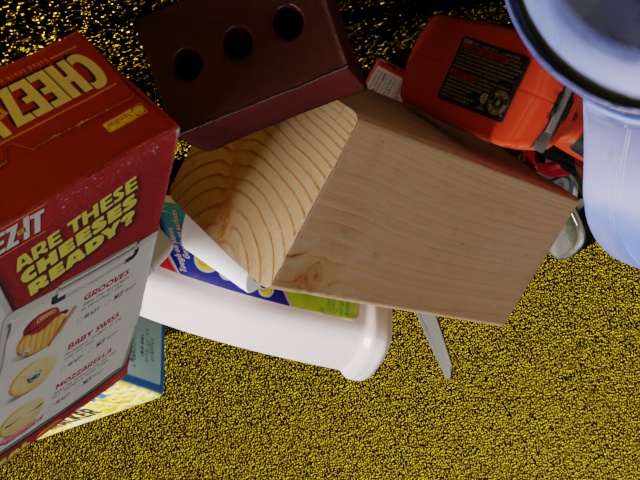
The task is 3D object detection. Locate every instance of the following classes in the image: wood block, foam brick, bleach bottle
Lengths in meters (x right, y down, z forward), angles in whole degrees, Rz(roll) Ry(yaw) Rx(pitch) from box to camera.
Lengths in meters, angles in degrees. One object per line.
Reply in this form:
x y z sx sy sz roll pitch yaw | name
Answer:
0.036 -0.022 0.568 0.205 0.090 0.091 12 112 -49 | wood block
-0.028 -0.077 0.442 0.078 0.053 0.051 -21 174 11 | foam brick
-0.080 0.022 0.701 0.250 0.102 0.068 11 144 -14 | bleach bottle

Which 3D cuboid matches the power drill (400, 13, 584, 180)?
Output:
0.137 -0.070 0.610 0.187 0.057 0.185 15 -171 -38 | power drill

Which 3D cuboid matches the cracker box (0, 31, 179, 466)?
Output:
-0.155 0.032 0.456 0.164 0.072 0.214 -36 162 -33 | cracker box
